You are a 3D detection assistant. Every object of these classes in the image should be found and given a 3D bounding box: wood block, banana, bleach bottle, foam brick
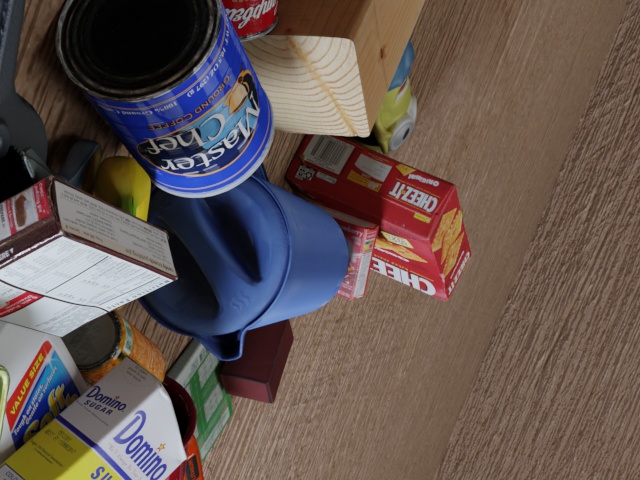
[{"bbox_3d":[0.019,-0.184,0.838,0.091,0.090,0.206,76,27,-44],"label":"wood block"},{"bbox_3d":[-0.139,-0.010,0.726,0.198,0.037,0.069,119,-17,-68],"label":"banana"},{"bbox_3d":[-0.203,0.109,0.698,0.102,0.068,0.251,-53,154,-29],"label":"bleach bottle"},{"bbox_3d":[-0.064,0.117,1.084,0.053,0.051,0.078,82,23,-57],"label":"foam brick"}]

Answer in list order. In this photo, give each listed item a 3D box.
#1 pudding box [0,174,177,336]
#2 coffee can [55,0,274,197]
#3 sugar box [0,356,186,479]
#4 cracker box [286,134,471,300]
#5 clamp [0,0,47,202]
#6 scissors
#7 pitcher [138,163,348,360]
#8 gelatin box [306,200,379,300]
[{"bbox_3d":[-0.148,0.013,0.599,0.090,0.039,0.113,-27,157,17],"label":"pudding box"},{"bbox_3d":[-0.094,-0.101,0.685,0.102,0.103,0.140,-62,161,-14],"label":"coffee can"},{"bbox_3d":[-0.167,0.166,0.694,0.176,0.048,0.093,-40,145,-28],"label":"sugar box"},{"bbox_3d":[0.066,-0.022,1.129,0.072,0.164,0.213,-61,160,-13],"label":"cracker box"},{"bbox_3d":[-0.185,-0.067,0.575,0.164,0.036,0.210,-58,162,-24],"label":"clamp"},{"bbox_3d":[-0.152,-0.043,0.636,0.202,0.016,0.096,114,-9,-65],"label":"scissors"},{"bbox_3d":[-0.056,0.001,0.900,0.149,0.145,0.242,-57,166,7],"label":"pitcher"},{"bbox_3d":[0.007,0.008,1.032,0.030,0.089,0.073,-14,120,-56],"label":"gelatin box"}]
